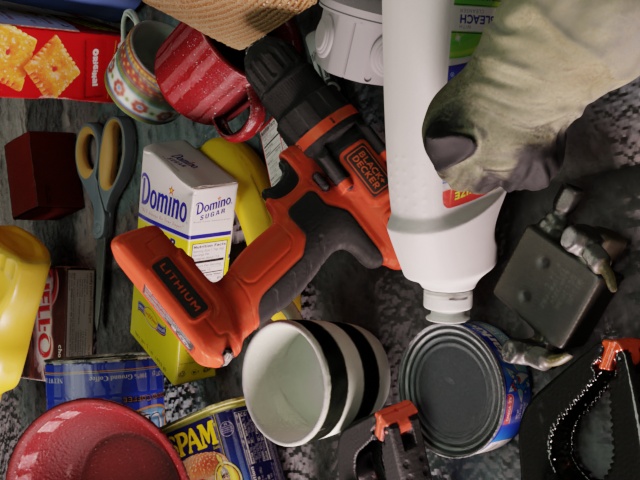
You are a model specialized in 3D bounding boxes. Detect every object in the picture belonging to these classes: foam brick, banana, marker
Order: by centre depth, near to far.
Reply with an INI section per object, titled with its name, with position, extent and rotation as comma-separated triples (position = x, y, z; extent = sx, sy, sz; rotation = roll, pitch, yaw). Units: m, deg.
[marker]
position = 0.013, -0.096, 0.774
extent = 0.020, 0.020, 0.121
rotation = -30, 69, 42
[banana]
position = -0.051, -0.012, 0.833
extent = 0.198, 0.037, 0.070
rotation = 65, 148, 25
[foam brick]
position = -0.271, -0.063, 1.045
extent = 0.051, 0.052, 0.078
rotation = -17, 77, 45

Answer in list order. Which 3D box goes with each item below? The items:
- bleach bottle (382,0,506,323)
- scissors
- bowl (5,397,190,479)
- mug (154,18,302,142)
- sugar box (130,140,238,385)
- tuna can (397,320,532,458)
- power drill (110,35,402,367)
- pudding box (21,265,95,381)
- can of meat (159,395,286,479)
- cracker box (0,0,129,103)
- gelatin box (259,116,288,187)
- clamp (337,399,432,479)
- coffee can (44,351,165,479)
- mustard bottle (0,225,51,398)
[bleach bottle]
position = 0.085, -0.075, 0.657
extent = 0.068, 0.102, 0.251
rotation = 11, 105, 50
[scissors]
position = -0.215, -0.025, 1.014
extent = 0.096, 0.016, 0.202
rotation = 30, 112, 43
[bowl]
position = -0.161, 0.197, 0.826
extent = 0.162, 0.055, 0.162
rotation = 1, 93, 18
[mug]
position = -0.071, -0.130, 0.813
extent = 0.082, 0.093, 0.117
rotation = -34, 68, 46
[sugar box]
position = -0.113, 0.018, 0.859
extent = 0.093, 0.048, 0.176
rotation = 38, 130, 47
[tuna can]
position = 0.092, 0.094, 0.683
extent = 0.086, 0.033, 0.086
rotation = 0, 91, 46
[power drill]
position = -0.040, -0.023, 0.696
extent = 0.184, 0.187, 0.057
rotation = 51, 165, 6
[pudding box]
position = -0.260, 0.081, 1.044
extent = 0.090, 0.039, 0.113
rotation = -2, 89, 46
[can of meat]
position = -0.076, 0.175, 0.843
extent = 0.102, 0.057, 0.084
rotation = -29, 73, 43
[cracker box]
position = -0.291, -0.173, 0.949
extent = 0.164, 0.213, 0.072
rotation = 27, 111, 43
[gelatin box]
position = -0.012, -0.055, 0.779
extent = 0.073, 0.030, 0.089
rotation = 144, 117, -63
[clamp]
position = 0.043, 0.183, 0.713
extent = 0.120, 0.039, 0.172
rotation = 42, 139, 28
[coffee can]
position = -0.183, 0.169, 0.920
extent = 0.103, 0.102, 0.140
rotation = -7, 85, 46
[mustard bottle]
position = -0.313, 0.087, 1.029
extent = 0.096, 0.058, 0.192
rotation = 34, 113, 44
